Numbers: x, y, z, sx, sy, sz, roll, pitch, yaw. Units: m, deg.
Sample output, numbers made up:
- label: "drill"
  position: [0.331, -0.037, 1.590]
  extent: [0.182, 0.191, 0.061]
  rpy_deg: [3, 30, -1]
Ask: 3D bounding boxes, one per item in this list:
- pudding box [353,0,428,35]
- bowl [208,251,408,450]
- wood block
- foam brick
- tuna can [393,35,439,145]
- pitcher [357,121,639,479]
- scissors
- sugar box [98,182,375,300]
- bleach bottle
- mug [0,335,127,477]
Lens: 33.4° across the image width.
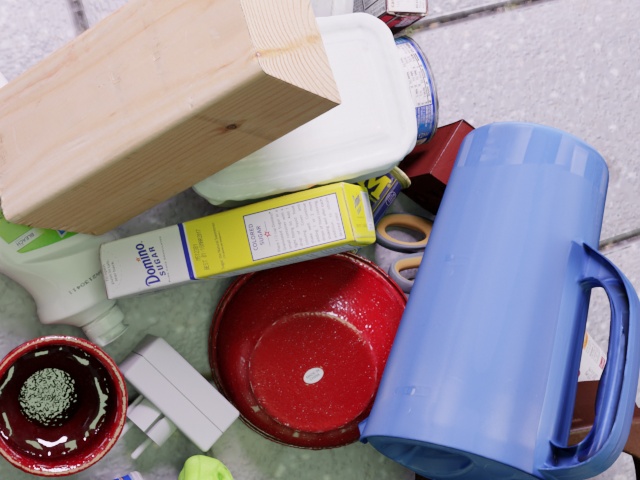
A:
- label: "pudding box"
  position: [0.049, -0.217, 0.822]
  extent: [0.039, 0.090, 0.113]
  rpy_deg: [-3, 89, -19]
- label: "bowl"
  position: [-0.005, 0.088, 0.783]
  extent: [0.162, 0.055, 0.162]
  rpy_deg: [0, 102, 1]
- label: "wood block"
  position: [-0.103, -0.086, 0.667]
  extent: [0.090, 0.206, 0.090]
  rpy_deg: [10, 59, -58]
- label: "foam brick"
  position: [0.101, -0.056, 0.842]
  extent: [0.053, 0.078, 0.051]
  rpy_deg: [35, 76, -15]
- label: "tuna can"
  position: [0.057, -0.113, 0.824]
  extent: [0.033, 0.086, 0.086]
  rpy_deg: [-15, 93, -17]
- label: "pitcher"
  position: [0.129, 0.046, 0.719]
  extent: [0.149, 0.145, 0.242]
  rpy_deg: [17, 71, 0]
- label: "scissors"
  position: [0.125, -0.002, 0.866]
  extent: [0.201, 0.096, 0.016]
  rpy_deg: [-17, 139, -35]
- label: "sugar box"
  position: [-0.055, 0.001, 0.738]
  extent: [0.176, 0.093, 0.048]
  rpy_deg: [-11, 88, 12]
- label: "bleach bottle"
  position: [-0.222, -0.029, 0.739]
  extent: [0.102, 0.068, 0.251]
  rpy_deg: [-37, 102, -18]
- label: "mug"
  position: [-0.196, 0.113, 0.732]
  extent: [0.117, 0.082, 0.093]
  rpy_deg: [-18, 94, -19]
